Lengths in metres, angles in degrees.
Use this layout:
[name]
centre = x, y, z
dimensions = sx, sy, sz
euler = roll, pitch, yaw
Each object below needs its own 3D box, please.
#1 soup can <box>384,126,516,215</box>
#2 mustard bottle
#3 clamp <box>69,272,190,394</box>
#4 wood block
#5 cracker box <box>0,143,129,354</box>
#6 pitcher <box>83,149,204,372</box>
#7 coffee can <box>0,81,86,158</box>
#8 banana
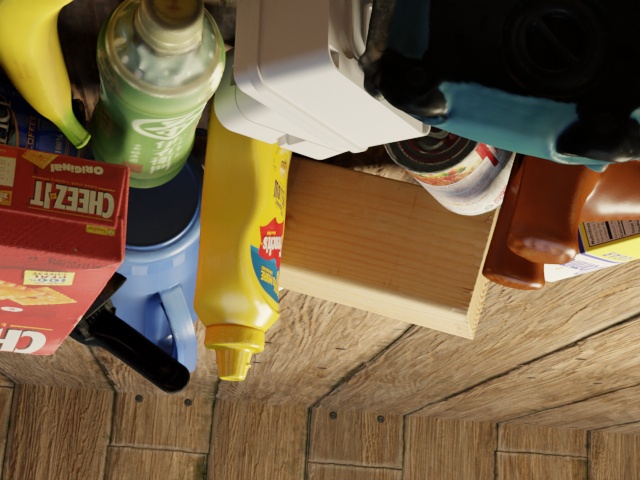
[soup can]
centre = 0.090, -0.061, 0.711
dimensions = 0.069, 0.068, 0.102
euler = -2, 165, 23
[mustard bottle]
centre = -0.054, 0.001, 0.742
dimensions = 0.058, 0.191, 0.096
euler = 1, 165, 10
[clamp]
centre = -0.180, 0.052, 0.833
dimensions = 0.172, 0.039, 0.120
euler = 18, 139, 35
[wood block]
centre = 0.029, 0.000, 0.831
dimensions = 0.206, 0.091, 0.090
euler = 15, 167, 15
[cracker box]
centre = -0.227, 0.010, 0.674
dimensions = 0.164, 0.072, 0.214
euler = 9, 156, -22
[pitcher]
centre = -0.150, 0.014, 0.905
dimensions = 0.149, 0.145, 0.243
euler = 21, 158, -3
[coffee can]
centre = -0.243, -0.063, 0.728
dimensions = 0.140, 0.103, 0.103
euler = 11, 164, -26
[banana]
centre = -0.153, -0.118, 0.592
dimensions = 0.069, 0.037, 0.198
euler = 31, 158, 1
